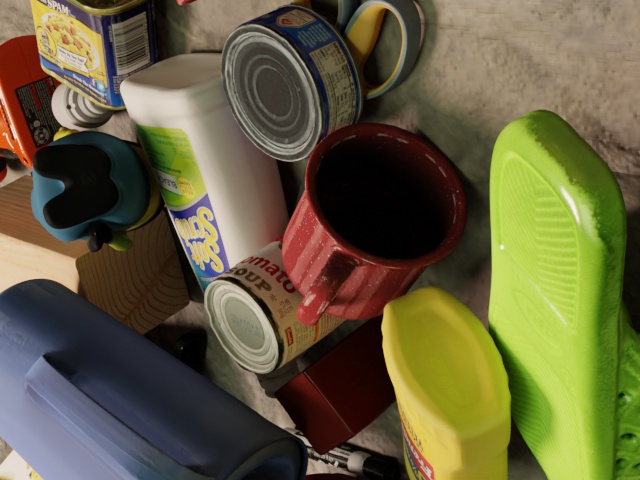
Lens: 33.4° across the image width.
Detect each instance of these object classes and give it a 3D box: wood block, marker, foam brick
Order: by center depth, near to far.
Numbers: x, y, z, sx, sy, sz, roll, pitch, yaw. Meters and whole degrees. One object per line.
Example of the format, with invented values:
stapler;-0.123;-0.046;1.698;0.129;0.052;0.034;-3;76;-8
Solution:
foam brick;0.019;0.094;0.701;0.053;0.078;0.051;53;142;4
marker;0.014;0.163;0.809;0.121;0.020;0.020;7;122;46
wood block;-0.216;0.015;0.901;0.206;0.090;0.090;14;126;43

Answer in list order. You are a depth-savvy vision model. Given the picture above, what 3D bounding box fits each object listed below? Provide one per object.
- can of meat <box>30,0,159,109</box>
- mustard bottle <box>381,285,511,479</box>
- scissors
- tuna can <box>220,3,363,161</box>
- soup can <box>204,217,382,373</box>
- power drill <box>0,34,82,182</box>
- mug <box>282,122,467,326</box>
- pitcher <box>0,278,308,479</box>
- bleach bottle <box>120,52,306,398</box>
can of meat;-0.156;-0.148;0.737;0.102;0.057;0.084;33;140;30
mustard bottle;0.078;0.114;0.639;0.191;0.058;0.096;76;168;-54
scissors;-0.004;-0.090;0.641;0.096;0.016;0.202;53;144;8
tuna can;-0.018;-0.089;0.613;0.086;0.033;0.086;30;136;34
soup can;-0.014;0.030;0.669;0.069;0.102;0.068;30;136;33
power drill;-0.286;-0.129;0.904;0.188;0.057;0.184;6;121;49
mug;0.020;0.002;0.602;0.093;0.117;0.082;31;146;1
pitcher;-0.140;0.123;0.721;0.243;0.144;0.149;32;124;26
bleach bottle;-0.055;0.001;0.728;0.103;0.068;0.251;16;130;50
